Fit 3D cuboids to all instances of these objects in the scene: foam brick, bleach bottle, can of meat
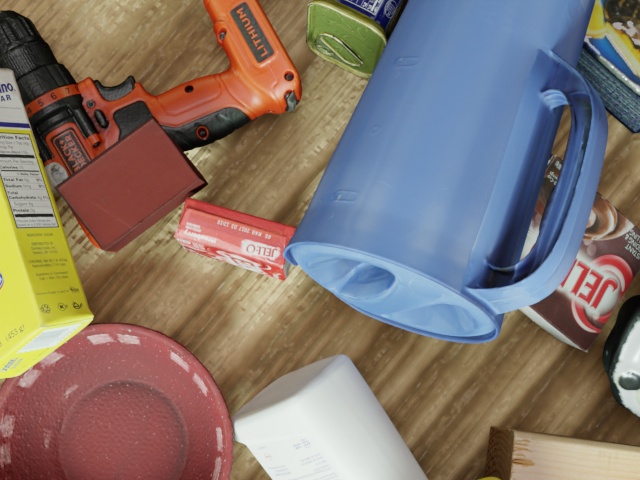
[{"bbox_3d":[-0.119,-0.035,0.682,0.078,0.053,0.051,-36,90,-2],"label":"foam brick"},{"bbox_3d":[0.047,0.197,0.693,0.068,0.103,0.251,-37,94,-37],"label":"bleach bottle"},{"bbox_3d":[0.034,-0.169,0.727,0.057,0.102,0.084,27,81,3],"label":"can of meat"}]

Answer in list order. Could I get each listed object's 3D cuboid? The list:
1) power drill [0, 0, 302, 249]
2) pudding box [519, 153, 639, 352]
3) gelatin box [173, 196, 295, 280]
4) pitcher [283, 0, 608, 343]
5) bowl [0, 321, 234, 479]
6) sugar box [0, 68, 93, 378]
[{"bbox_3d":[-0.121,-0.112,0.741,0.187,0.057,0.184,-30,88,-1],"label":"power drill"},{"bbox_3d":[0.159,0.008,0.717,0.113,0.039,0.090,36,82,-23],"label":"pudding box"},{"bbox_3d":[-0.055,0.001,0.710,0.073,0.089,0.030,17,83,1],"label":"gelatin box"},{"bbox_3d":[0.090,-0.068,0.642,0.149,0.145,0.242,22,75,3],"label":"pitcher"},{"bbox_3d":[-0.136,0.136,0.708,0.162,0.055,0.162,0,82,1],"label":"bowl"},{"bbox_3d":[-0.207,-0.010,0.666,0.093,0.048,0.176,-33,74,36],"label":"sugar box"}]
